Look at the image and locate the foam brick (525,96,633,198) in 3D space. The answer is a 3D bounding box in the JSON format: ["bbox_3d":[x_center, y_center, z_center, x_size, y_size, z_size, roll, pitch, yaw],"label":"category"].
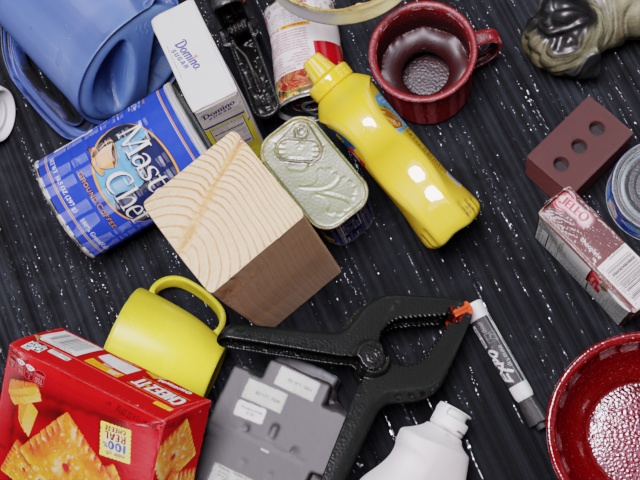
[{"bbox_3d":[0.222,-0.075,0.924,0.078,0.051,0.053,-45,74,-3],"label":"foam brick"}]

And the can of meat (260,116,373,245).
[{"bbox_3d":[0.000,-0.049,0.936,0.057,0.084,0.102,-39,75,-1],"label":"can of meat"}]

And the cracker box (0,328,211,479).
[{"bbox_3d":[-0.189,0.200,0.858,0.164,0.072,0.214,21,106,26],"label":"cracker box"}]

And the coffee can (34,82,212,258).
[{"bbox_3d":[-0.168,-0.062,0.956,0.140,0.102,0.103,-30,74,1],"label":"coffee can"}]

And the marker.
[{"bbox_3d":[0.158,0.106,0.909,0.020,0.020,0.121,-29,75,1],"label":"marker"}]

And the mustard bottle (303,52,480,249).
[{"bbox_3d":[0.054,-0.082,0.905,0.058,0.096,0.191,-40,91,12],"label":"mustard bottle"}]

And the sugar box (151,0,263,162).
[{"bbox_3d":[-0.093,-0.126,0.921,0.048,0.176,0.093,-26,75,2],"label":"sugar box"}]

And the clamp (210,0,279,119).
[{"bbox_3d":[-0.076,-0.196,0.953,0.039,0.120,0.171,-17,41,-4],"label":"clamp"}]

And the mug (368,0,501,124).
[{"bbox_3d":[0.104,-0.157,0.946,0.117,0.081,0.093,-21,75,4],"label":"mug"}]

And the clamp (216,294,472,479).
[{"bbox_3d":[0.040,0.112,0.872,0.209,0.036,0.164,-19,69,-17],"label":"clamp"}]

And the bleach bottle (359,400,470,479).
[{"bbox_3d":[0.042,0.241,0.860,0.102,0.068,0.251,35,81,-27],"label":"bleach bottle"}]

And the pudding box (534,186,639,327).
[{"bbox_3d":[0.228,0.015,0.883,0.039,0.090,0.113,-40,75,0],"label":"pudding box"}]

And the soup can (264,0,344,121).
[{"bbox_3d":[-0.013,-0.167,0.975,0.068,0.068,0.102,-10,75,6],"label":"soup can"}]

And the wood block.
[{"bbox_3d":[-0.056,0.001,0.871,0.091,0.206,0.090,-39,74,-1],"label":"wood block"}]

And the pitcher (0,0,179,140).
[{"bbox_3d":[-0.249,-0.221,1.002,0.149,0.145,0.243,-42,71,-15],"label":"pitcher"}]
